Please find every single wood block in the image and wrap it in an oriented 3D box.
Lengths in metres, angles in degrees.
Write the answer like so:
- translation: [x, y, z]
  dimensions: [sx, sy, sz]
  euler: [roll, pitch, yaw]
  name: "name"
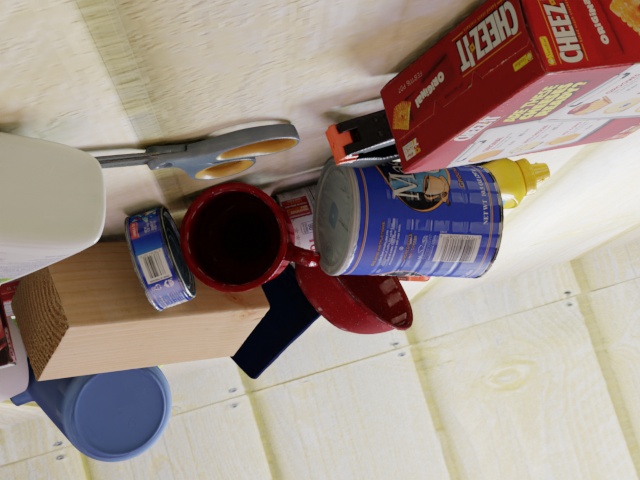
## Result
- translation: [-0.166, 0.059, 0.989]
  dimensions: [0.205, 0.090, 0.091]
  euler: [-3, 144, -38]
  name: "wood block"

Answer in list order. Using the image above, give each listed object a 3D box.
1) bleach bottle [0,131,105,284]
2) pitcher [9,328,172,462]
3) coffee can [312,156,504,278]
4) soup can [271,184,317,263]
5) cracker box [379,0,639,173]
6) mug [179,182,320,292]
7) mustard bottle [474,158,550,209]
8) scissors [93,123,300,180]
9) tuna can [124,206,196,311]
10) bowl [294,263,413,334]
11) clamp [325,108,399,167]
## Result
- translation: [-0.235, -0.001, 0.702]
  dimensions: [0.102, 0.068, 0.251]
  euler: [7, 163, -34]
  name: "bleach bottle"
- translation: [-0.230, 0.137, 1.117]
  dimensions: [0.144, 0.149, 0.243]
  euler: [13, -177, -26]
  name: "pitcher"
- translation: [0.075, -0.019, 0.939]
  dimensions: [0.140, 0.103, 0.103]
  euler: [2, 165, -19]
  name: "coffee can"
- translation: [0.009, -0.022, 1.014]
  dimensions: [0.102, 0.068, 0.068]
  euler: [-14, 171, -11]
  name: "soup can"
- translation: [0.172, -0.117, 0.718]
  dimensions: [0.213, 0.072, 0.164]
  euler: [-11, 167, -29]
  name: "cracker box"
- translation: [-0.056, 0.001, 0.932]
  dimensions: [0.117, 0.093, 0.081]
  euler: [13, 180, 9]
  name: "mug"
- translation: [0.155, -0.049, 1.150]
  dimensions: [0.191, 0.058, 0.096]
  euler: [-16, 167, -4]
  name: "mustard bottle"
- translation: [-0.111, -0.054, 0.758]
  dimensions: [0.201, 0.016, 0.096]
  euler: [-12, 170, -25]
  name: "scissors"
- translation: [-0.136, 0.015, 0.913]
  dimensions: [0.034, 0.086, 0.086]
  euler: [-19, 171, 2]
  name: "tuna can"
- translation: [0.024, 0.042, 1.108]
  dimensions: [0.055, 0.162, 0.161]
  euler: [-40, 164, 18]
  name: "bowl"
- translation: [0.083, -0.087, 0.852]
  dimensions: [0.209, 0.036, 0.165]
  euler: [-16, 172, -32]
  name: "clamp"
